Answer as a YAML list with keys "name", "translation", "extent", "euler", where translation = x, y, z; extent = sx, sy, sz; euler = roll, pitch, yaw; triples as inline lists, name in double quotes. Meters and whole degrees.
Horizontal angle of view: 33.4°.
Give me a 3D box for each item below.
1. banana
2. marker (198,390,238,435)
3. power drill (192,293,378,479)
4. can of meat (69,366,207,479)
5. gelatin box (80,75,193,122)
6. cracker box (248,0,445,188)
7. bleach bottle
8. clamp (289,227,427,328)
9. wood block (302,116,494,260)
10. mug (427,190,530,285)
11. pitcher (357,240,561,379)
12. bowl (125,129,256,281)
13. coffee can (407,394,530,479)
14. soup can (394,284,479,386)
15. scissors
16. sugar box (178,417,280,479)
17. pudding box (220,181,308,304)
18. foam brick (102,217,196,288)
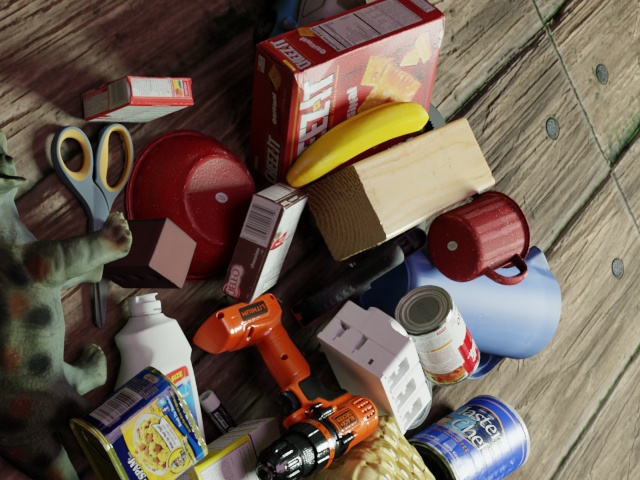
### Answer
- name: "banana"
  translation: [0.050, -0.109, 1.136]
  extent: [0.197, 0.037, 0.070]
  euler: [-23, 145, -32]
- name: "marker"
  translation: [-0.089, 0.207, 1.125]
  extent: [0.020, 0.020, 0.121]
  euler: [-48, 116, -34]
- name: "power drill"
  translation: [-0.045, 0.149, 1.075]
  extent: [0.188, 0.057, 0.184]
  euler: [52, 31, 14]
- name: "can of meat"
  translation: [-0.154, 0.171, 0.919]
  extent: [0.083, 0.058, 0.102]
  euler: [-37, 123, -30]
- name: "gelatin box"
  translation: [-0.179, -0.137, 1.037]
  extent: [0.073, 0.089, 0.030]
  euler: [-5, 87, -42]
- name: "cracker box"
  translation: [0.030, -0.161, 1.158]
  extent: [0.213, 0.072, 0.164]
  euler: [-26, 143, -30]
- name: "bleach bottle"
  translation: [-0.163, 0.178, 1.035]
  extent: [0.102, 0.068, 0.251]
  euler: [-6, 87, -46]
- name: "clamp"
  translation: [0.044, 0.039, 1.177]
  extent: [0.120, 0.172, 0.039]
  euler: [-17, 77, -59]
- name: "wood block"
  translation: [0.092, -0.060, 1.207]
  extent: [0.205, 0.091, 0.090]
  euler: [-26, 91, -43]
- name: "mug"
  translation: [0.181, 0.007, 1.193]
  extent: [0.081, 0.093, 0.117]
  euler: [-20, 60, -38]
- name: "pitcher"
  translation: [0.163, 0.079, 1.299]
  extent: [0.242, 0.145, 0.149]
  euler: [10, 66, -36]
- name: "bowl"
  translation: [-0.119, -0.039, 1.103]
  extent: [0.161, 0.055, 0.162]
  euler: [6, 81, -41]
- name: "coffee can"
  translation: [0.171, 0.260, 1.292]
  extent: [0.140, 0.103, 0.103]
  euler: [-22, 100, -40]
- name: "soup can"
  translation: [0.128, 0.105, 1.175]
  extent: [0.068, 0.069, 0.102]
  euler: [-60, 140, -28]
- name: "scissors"
  translation: [-0.229, -0.024, 1.030]
  extent: [0.096, 0.016, 0.201]
  euler: [22, 71, -38]
- name: "sugar box"
  translation: [-0.086, 0.240, 1.032]
  extent: [0.176, 0.048, 0.093]
  euler: [-15, 92, -69]
- name: "pudding box"
  translation: [-0.057, 0.001, 1.102]
  extent: [0.113, 0.039, 0.090]
  euler: [-68, 171, 17]
- name: "foam brick"
  translation: [-0.168, 0.013, 1.021]
  extent: [0.053, 0.078, 0.051]
  euler: [43, 54, -47]
